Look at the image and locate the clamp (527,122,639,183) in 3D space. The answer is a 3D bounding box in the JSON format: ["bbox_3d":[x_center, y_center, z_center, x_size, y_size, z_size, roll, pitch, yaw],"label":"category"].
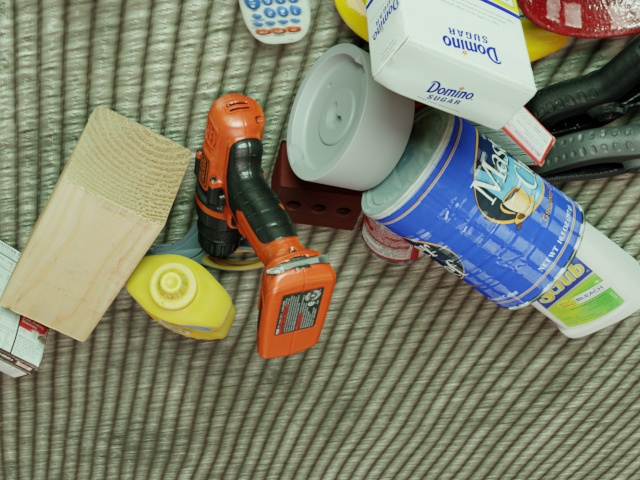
[{"bbox_3d":[0.266,-0.074,0.870,0.210,0.036,0.164,-11,168,26],"label":"clamp"}]

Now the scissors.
[{"bbox_3d":[-0.145,0.001,1.024,0.201,0.016,0.096,2,143,-2],"label":"scissors"}]

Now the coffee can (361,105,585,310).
[{"bbox_3d":[0.117,-0.025,0.824,0.140,0.102,0.103,34,135,-17],"label":"coffee can"}]

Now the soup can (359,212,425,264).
[{"bbox_3d":[0.073,-0.035,0.926,0.068,0.068,0.102,3,144,-4],"label":"soup can"}]

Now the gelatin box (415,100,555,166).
[{"bbox_3d":[0.130,-0.094,0.840,0.089,0.030,0.073,38,163,-29],"label":"gelatin box"}]

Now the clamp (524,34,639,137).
[{"bbox_3d":[0.217,-0.115,0.812,0.172,0.039,0.120,-20,155,35],"label":"clamp"}]

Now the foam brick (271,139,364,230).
[{"bbox_3d":[-0.002,-0.047,0.924,0.078,0.051,0.053,7,145,-10],"label":"foam brick"}]

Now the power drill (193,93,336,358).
[{"bbox_3d":[-0.056,0.001,0.878,0.057,0.188,0.184,-15,145,-20],"label":"power drill"}]

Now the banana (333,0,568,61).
[{"bbox_3d":[0.084,-0.158,0.779,0.197,0.037,0.070,16,142,-21],"label":"banana"}]

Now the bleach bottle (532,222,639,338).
[{"bbox_3d":[0.197,0.010,0.977,0.103,0.068,0.250,-30,139,32],"label":"bleach bottle"}]

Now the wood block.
[{"bbox_3d":[-0.201,-0.009,0.934,0.090,0.090,0.206,26,139,-15],"label":"wood block"}]

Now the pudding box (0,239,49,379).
[{"bbox_3d":[-0.304,0.064,1.029,0.039,0.113,0.090,-22,139,32],"label":"pudding box"}]

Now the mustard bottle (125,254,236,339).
[{"bbox_3d":[-0.127,0.050,0.967,0.096,0.058,0.191,25,171,2],"label":"mustard bottle"}]

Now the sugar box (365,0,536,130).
[{"bbox_3d":[0.073,-0.156,0.662,0.093,0.176,0.048,17,141,-23],"label":"sugar box"}]
